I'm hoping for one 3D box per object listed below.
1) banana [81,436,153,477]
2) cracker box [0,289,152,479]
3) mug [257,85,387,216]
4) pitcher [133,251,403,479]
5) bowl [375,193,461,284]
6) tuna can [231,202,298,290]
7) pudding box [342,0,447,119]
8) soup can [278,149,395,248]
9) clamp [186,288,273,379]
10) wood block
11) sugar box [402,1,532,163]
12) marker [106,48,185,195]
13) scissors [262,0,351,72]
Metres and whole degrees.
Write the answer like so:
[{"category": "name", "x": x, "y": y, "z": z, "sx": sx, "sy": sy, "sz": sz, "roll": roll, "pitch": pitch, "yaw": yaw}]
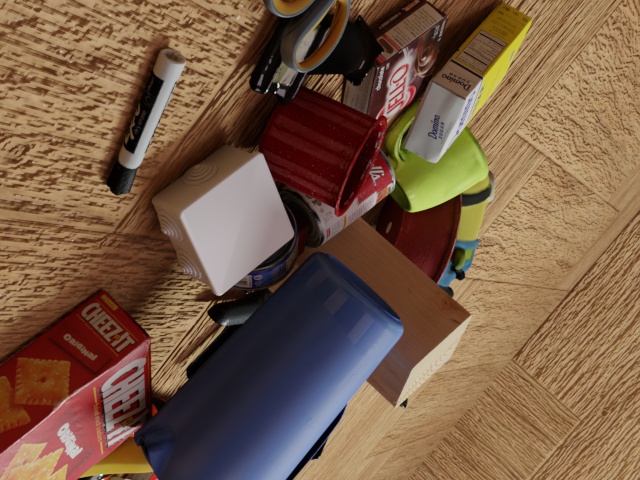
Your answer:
[{"category": "banana", "x": -0.237, "y": 0.216, "z": 0.983, "sx": 0.197, "sy": 0.070, "sz": 0.037, "roll": -21, "pitch": 152, "yaw": -20}, {"category": "cracker box", "x": -0.240, "y": 0.163, "z": 0.895, "sx": 0.213, "sy": 0.072, "sz": 0.164, "roll": -38, "pitch": 159, "yaw": -28}, {"category": "mug", "x": -0.001, "y": -0.074, "z": 0.906, "sx": 0.093, "sy": 0.081, "sz": 0.117, "roll": -60, "pitch": 169, "yaw": -20}, {"category": "pitcher", "x": -0.036, "y": 0.135, "z": 0.957, "sx": 0.243, "sy": 0.145, "sz": 0.149, "roll": -48, "pitch": -179, "yaw": 5}, {"category": "bowl", "x": 0.104, "y": -0.011, "z": 1.244, "sx": 0.162, "sy": 0.055, "sz": 0.162, "roll": -165, "pitch": -90, "yaw": -75}, {"category": "tuna can", "x": -0.062, "y": -0.001, "z": 0.937, "sx": 0.086, "sy": 0.086, "sz": 0.034, "roll": -39, "pitch": 157, "yaw": -22}, {"category": "pudding box", "x": 0.065, "y": -0.157, "z": 0.974, "sx": 0.090, "sy": 0.039, "sz": 0.113, "roll": -40, "pitch": 160, "yaw": -22}, {"category": "soup can", "x": 0.014, "y": -0.047, "z": 1.035, "sx": 0.102, "sy": 0.068, "sz": 0.068, "roll": -37, "pitch": 158, "yaw": -26}, {"category": "clamp", "x": -0.077, "y": 0.087, "z": 1.146, "sx": 0.171, "sy": 0.039, "sz": 0.120, "roll": -25, "pitch": 157, "yaw": -48}, {"category": "wood block", "x": 0.037, "y": 0.053, "z": 1.068, "sx": 0.090, "sy": 0.206, "sz": 0.090, "roll": -37, "pitch": 158, "yaw": -29}, {"category": "sugar box", "x": 0.151, "y": -0.161, "z": 1.081, "sx": 0.176, "sy": 0.048, "sz": 0.093, "roll": -53, "pitch": 169, "yaw": -41}, {"category": "marker", "x": -0.125, "y": -0.080, "z": 0.751, "sx": 0.020, "sy": 0.020, "sz": 0.121, "roll": -21, "pitch": 148, "yaw": -52}, {"category": "scissors", "x": 0.019, "y": -0.219, "z": 0.784, "sx": 0.096, "sy": 0.016, "sz": 0.201, "roll": 38, "pitch": 78, "yaw": -49}]
